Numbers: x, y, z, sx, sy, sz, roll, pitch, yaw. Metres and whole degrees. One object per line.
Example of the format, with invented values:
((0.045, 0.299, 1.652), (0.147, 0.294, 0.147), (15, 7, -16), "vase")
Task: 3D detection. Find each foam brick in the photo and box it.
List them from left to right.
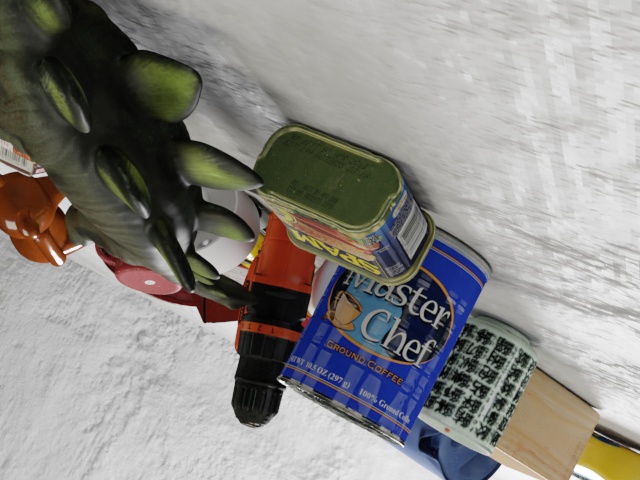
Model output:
((-0.111, 0.051, 1.170), (0.053, 0.051, 0.078), (-3, -158, -15), "foam brick")

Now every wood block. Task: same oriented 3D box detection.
((0.168, 0.157, 1.056), (0.205, 0.090, 0.091), (35, 168, -30), "wood block")

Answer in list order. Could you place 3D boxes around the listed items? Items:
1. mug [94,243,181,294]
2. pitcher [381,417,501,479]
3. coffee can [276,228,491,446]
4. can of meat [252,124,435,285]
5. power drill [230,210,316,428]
((-0.206, 0.010, 1.251), (0.117, 0.081, 0.093), (14, 156, -12), "mug")
((0.122, 0.199, 1.327), (0.243, 0.145, 0.149), (23, 157, 47), "pitcher")
((0.046, 0.062, 0.765), (0.103, 0.140, 0.103), (28, 170, 5), "coffee can")
((0.014, -0.023, 0.677), (0.102, 0.057, 0.084), (24, 167, 26), "can of meat")
((-0.043, 0.070, 0.937), (0.057, 0.184, 0.188), (15, 172, -5), "power drill")
